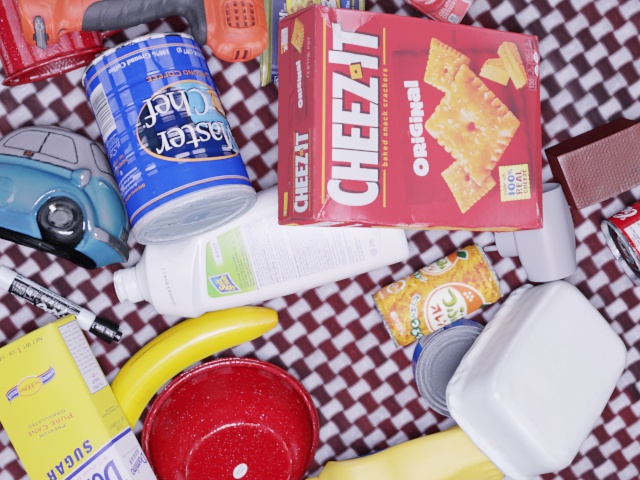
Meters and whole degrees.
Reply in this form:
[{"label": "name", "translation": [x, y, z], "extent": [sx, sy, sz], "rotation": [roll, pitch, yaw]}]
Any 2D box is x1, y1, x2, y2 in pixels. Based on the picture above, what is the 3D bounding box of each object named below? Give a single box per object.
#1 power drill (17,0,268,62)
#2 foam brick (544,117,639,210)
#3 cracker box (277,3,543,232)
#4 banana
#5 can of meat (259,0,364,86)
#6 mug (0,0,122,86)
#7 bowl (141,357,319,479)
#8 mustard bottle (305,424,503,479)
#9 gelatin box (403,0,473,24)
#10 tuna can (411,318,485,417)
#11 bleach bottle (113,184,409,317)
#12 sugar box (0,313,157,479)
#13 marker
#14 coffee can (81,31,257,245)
[{"label": "power drill", "translation": [-0.138, -0.220, 0.809], "extent": [0.187, 0.057, 0.184], "rotation": [-6, 74, -11]}, {"label": "foam brick", "translation": [0.242, -0.067, 0.925], "extent": [0.078, 0.051, 0.053], "rotation": [-22, 101, 1]}, {"label": "cracker box", "translation": [0.075, -0.090, 0.848], "extent": [0.213, 0.072, 0.164], "rotation": [2, 86, -28]}, {"label": "banana", "translation": [-0.128, 0.112, 0.948], "extent": [0.198, 0.037, 0.069], "rotation": [-43, 119, 6]}, {"label": "can of meat", "translation": [-0.008, -0.180, 0.890], "extent": [0.084, 0.057, 0.102], "rotation": [0, 101, -5]}, {"label": "mug", "translation": [-0.215, -0.182, 0.865], "extent": [0.117, 0.093, 0.081], "rotation": [-20, 96, -10]}, {"label": "bowl", "translation": [-0.075, 0.186, 0.936], "extent": [0.162, 0.055, 0.162], "rotation": [-4, 111, -10]}, {"label": "mustard bottle", "translation": [0.063, 0.211, 0.945], "extent": [0.191, 0.096, 0.058], "rotation": [-17, 69, 1]}, {"label": "gelatin box", "translation": [0.105, -0.233, 0.899], "extent": [0.073, 0.030, 0.089], "rotation": [33, 96, -7]}, {"label": "tuna can", "translation": [0.126, 0.114, 0.960], "extent": [0.086, 0.034, 0.086], "rotation": [-1, 100, -3]}, {"label": "bleach bottle", "translation": [-0.056, 0.001, 0.918], "extent": [0.251, 0.068, 0.102], "rotation": [-15, 97, 2]}, {"label": "sugar box", "translation": [-0.219, 0.163, 0.923], "extent": [0.093, 0.048, 0.176], "rotation": [-27, 88, 19]}, {"label": "marker", "translation": [-0.230, 0.058, 0.940], "extent": [0.121, 0.020, 0.020], "rotation": [28, 97, -8]}, {"label": "coffee can", "translation": [-0.121, -0.080, 0.856], "extent": [0.103, 0.103, 0.140], "rotation": [-21, 78, 1]}]
